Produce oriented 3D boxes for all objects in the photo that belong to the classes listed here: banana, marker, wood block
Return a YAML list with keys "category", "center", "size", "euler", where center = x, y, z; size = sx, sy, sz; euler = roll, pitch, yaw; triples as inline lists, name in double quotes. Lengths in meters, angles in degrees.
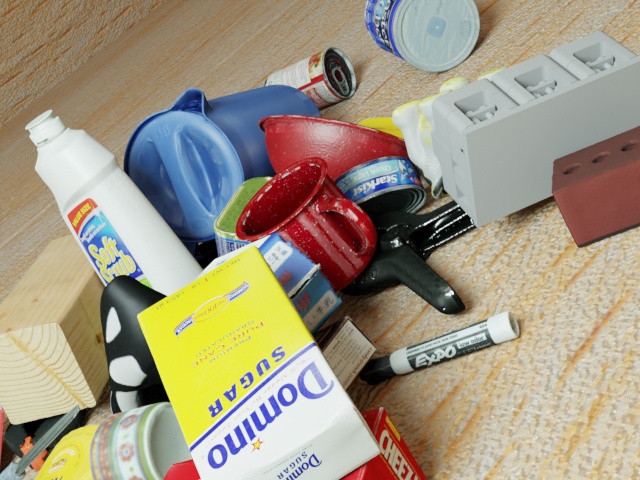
- category: "banana"
  center: [0.076, -0.103, 1.082]
  size: [0.198, 0.069, 0.037]
  euler: [11, 90, 58]
- category: "marker"
  center: [0.080, 0.077, 0.745]
  size: [0.121, 0.020, 0.020]
  euler: [-23, 25, 26]
- category: "wood block"
  center: [-0.238, 0.072, 1.022]
  size: [0.090, 0.091, 0.206]
  euler: [-14, 23, 14]

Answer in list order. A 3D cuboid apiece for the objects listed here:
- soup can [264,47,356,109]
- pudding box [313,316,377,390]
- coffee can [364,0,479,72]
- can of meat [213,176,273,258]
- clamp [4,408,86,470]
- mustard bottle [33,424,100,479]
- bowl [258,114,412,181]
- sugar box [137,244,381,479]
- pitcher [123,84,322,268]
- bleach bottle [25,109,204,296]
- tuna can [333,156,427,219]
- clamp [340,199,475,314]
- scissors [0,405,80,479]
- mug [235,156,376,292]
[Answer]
- category: "soup can"
  center: [-0.014, -0.200, 1.376]
  size: [0.102, 0.068, 0.068]
  euler: [-18, 27, 36]
- category: "pudding box"
  center: [-0.020, 0.112, 0.755]
  size: [0.113, 0.039, 0.090]
  euler: [-52, 9, -35]
- category: "coffee can"
  center: [0.119, -0.264, 1.278]
  size: [0.103, 0.102, 0.140]
  euler: [-34, 22, 0]
- category: "can of meat"
  center: [-0.056, 0.001, 0.979]
  size: [0.057, 0.084, 0.102]
  euler: [8, 38, 17]
- category: "clamp"
  center: [-0.264, 0.160, 1.019]
  size: [0.120, 0.039, 0.171]
  euler: [-26, 19, 19]
- category: "mustard bottle"
  center: [-0.204, 0.223, 0.784]
  size: [0.096, 0.058, 0.191]
  euler: [-19, 26, 34]
- category: "bowl"
  center: [0.015, -0.071, 1.016]
  size: [0.162, 0.161, 0.055]
  euler: [3, 80, 56]
- category: "sugar box"
  center: [-0.043, 0.081, 0.632]
  size: [0.093, 0.048, 0.176]
  euler: [-32, 35, -3]
- category: "pitcher"
  center: [-0.089, -0.083, 1.124]
  size: [0.149, 0.145, 0.242]
  euler: [-38, -1, 29]
- category: "bleach bottle"
  center: [-0.184, -0.007, 0.969]
  size: [0.103, 0.250, 0.068]
  euler: [-10, 32, 45]
- category: "tuna can"
  center: [0.048, -0.039, 0.940]
  size: [0.086, 0.034, 0.086]
  euler: [-18, -20, -7]
- category: "clamp"
  center: [0.078, 0.000, 0.882]
  size: [0.210, 0.036, 0.164]
  euler: [-4, 36, 51]
- category: "scissors"
  center: [-0.265, 0.212, 0.880]
  size: [0.202, 0.016, 0.096]
  euler: [-38, 26, 37]
- category: "mug"
  center: [0.000, -0.008, 0.857]
  size: [0.117, 0.081, 0.093]
  euler: [-10, 39, 49]
